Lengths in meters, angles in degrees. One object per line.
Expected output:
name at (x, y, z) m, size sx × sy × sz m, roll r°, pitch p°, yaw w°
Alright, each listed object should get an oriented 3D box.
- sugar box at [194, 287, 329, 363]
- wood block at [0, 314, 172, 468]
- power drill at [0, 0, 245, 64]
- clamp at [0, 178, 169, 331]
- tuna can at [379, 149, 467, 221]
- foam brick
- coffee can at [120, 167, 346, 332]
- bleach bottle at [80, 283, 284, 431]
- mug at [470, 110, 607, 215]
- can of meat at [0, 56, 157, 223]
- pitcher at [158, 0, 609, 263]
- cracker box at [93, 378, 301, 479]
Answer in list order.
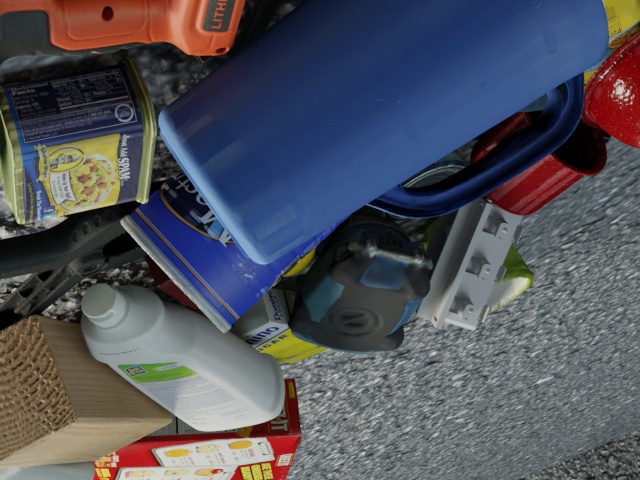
sugar box at (-0.044, 0.086, 1.058) m, size 0.093 × 0.048 × 0.176 m, roll -25°, pitch 162°, yaw 27°
wood block at (-0.212, 0.130, 0.892) m, size 0.090 × 0.091 × 0.206 m, roll -28°, pitch 166°, yaw 6°
power drill at (-0.127, -0.132, 0.513) m, size 0.187 × 0.057 × 0.185 m, roll -14°, pitch 158°, yaw -21°
clamp at (-0.178, 0.005, 0.765) m, size 0.210 × 0.036 × 0.164 m, roll -27°, pitch 164°, yaw 3°
tuna can at (0.084, -0.053, 0.927) m, size 0.086 × 0.034 × 0.086 m, roll -22°, pitch 157°, yaw -10°
foam brick at (-0.102, 0.014, 0.851) m, size 0.051 × 0.053 × 0.078 m, roll -30°, pitch 156°, yaw 7°
coffee can at (-0.048, -0.022, 0.719) m, size 0.140 × 0.103 × 0.102 m, roll -43°, pitch 158°, yaw -6°
bleach bottle at (-0.119, 0.095, 0.903) m, size 0.103 × 0.068 × 0.250 m, roll -14°, pitch 151°, yaw 13°
mug at (0.175, -0.073, 0.911) m, size 0.117 × 0.093 × 0.082 m, roll -12°, pitch 159°, yaw -42°
can of meat at (-0.150, -0.057, 0.646) m, size 0.083 × 0.057 × 0.102 m, roll -14°, pitch 154°, yaw -21°
pitcher at (0.038, -0.086, 0.622) m, size 0.243 × 0.149 × 0.145 m, roll -35°, pitch 165°, yaw -2°
cracker box at (-0.136, 0.205, 1.121) m, size 0.213 × 0.072 × 0.164 m, roll -2°, pitch 151°, yaw -9°
